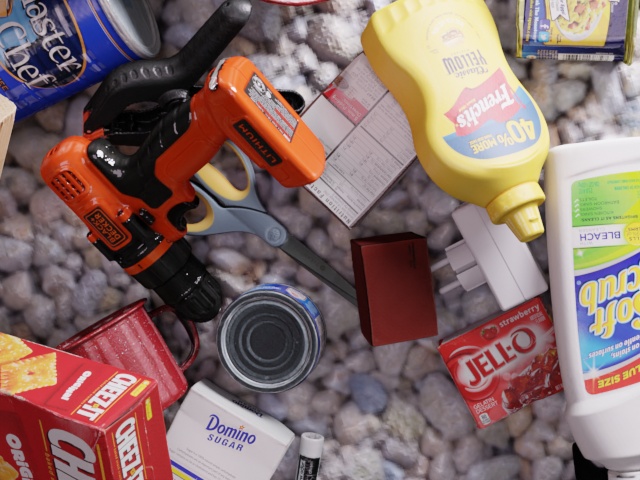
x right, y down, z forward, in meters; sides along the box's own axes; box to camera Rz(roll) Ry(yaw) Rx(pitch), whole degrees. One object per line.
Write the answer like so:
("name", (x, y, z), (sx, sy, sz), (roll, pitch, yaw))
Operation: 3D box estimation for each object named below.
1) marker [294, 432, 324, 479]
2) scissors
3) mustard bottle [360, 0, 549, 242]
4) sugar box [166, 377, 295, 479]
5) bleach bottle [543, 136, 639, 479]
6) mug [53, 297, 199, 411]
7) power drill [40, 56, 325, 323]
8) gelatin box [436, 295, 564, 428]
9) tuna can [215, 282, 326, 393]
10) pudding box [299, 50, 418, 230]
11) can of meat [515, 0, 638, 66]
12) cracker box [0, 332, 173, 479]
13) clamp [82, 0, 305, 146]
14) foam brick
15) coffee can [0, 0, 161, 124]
("marker", (-0.015, 0.217, 0.871), (0.020, 0.020, 0.121), (10, 98, 9))
("scissors", (-0.056, 0.001, 0.855), (0.096, 0.016, 0.202), (-37, 88, 9))
("mustard bottle", (0.108, -0.086, 0.761), (0.096, 0.058, 0.192), (-18, 74, -23))
("sugar box", (-0.102, 0.211, 0.874), (0.093, 0.048, 0.176), (30, 97, 6))
("bleach bottle", (0.219, 0.055, 0.763), (0.102, 0.068, 0.251), (-5, 85, 9))
("mug", (-0.150, 0.098, 0.855), (0.117, 0.093, 0.081), (-32, 96, -24))
("power drill", (-0.090, -0.034, 0.797), (0.188, 0.057, 0.184), (-31, 115, 25))
("gelatin box", (0.145, 0.093, 0.822), (0.089, 0.030, 0.073), (-28, 91, 12))
("tuna can", (-0.040, 0.078, 0.853), (0.086, 0.033, 0.086), (1, 97, 10))
("pudding box", (0.029, -0.078, 0.821), (0.090, 0.039, 0.113), (44, 104, 2))
("can of meat", (0.186, -0.179, 0.771), (0.084, 0.057, 0.102), (4, 96, 12))
("cracker box", (-0.219, 0.162, 0.819), (0.214, 0.072, 0.164), (13, 124, 27))
("clamp", (-0.105, -0.119, 0.800), (0.171, 0.039, 0.120), (-15, 136, 3))
("foam brick", (0.056, 0.036, 0.816), (0.053, 0.051, 0.078), (-7, 95, -7))
("coffee can", (-0.209, -0.159, 0.822), (0.140, 0.102, 0.103), (-23, 92, 12))
